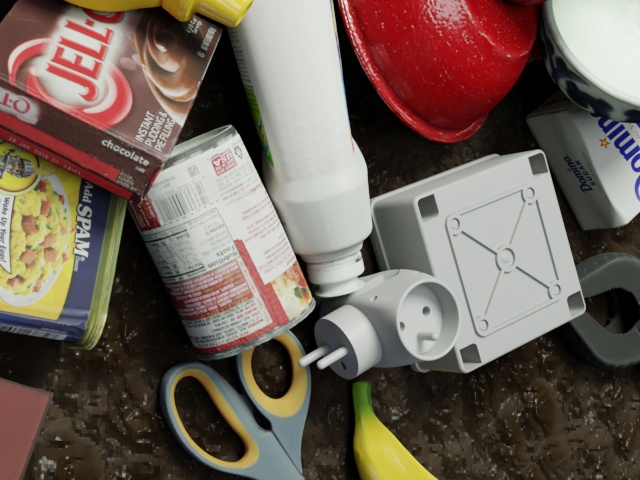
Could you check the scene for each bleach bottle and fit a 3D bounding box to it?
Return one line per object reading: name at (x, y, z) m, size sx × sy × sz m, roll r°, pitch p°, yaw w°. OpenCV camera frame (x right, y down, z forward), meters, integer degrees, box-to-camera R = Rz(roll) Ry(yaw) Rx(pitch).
bleach bottle at (-0.017, -0.095, 0.566) m, size 0.068 × 0.102 × 0.251 m, roll -13°, pitch 102°, yaw -2°

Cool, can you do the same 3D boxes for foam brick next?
foam brick at (-0.163, 0.096, 0.480) m, size 0.051 × 0.053 × 0.078 m, roll 25°, pitch 75°, yaw -29°

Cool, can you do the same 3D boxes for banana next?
banana at (0.086, 0.158, 0.641) m, size 0.197 × 0.037 × 0.069 m, roll 36°, pitch 71°, yaw -25°

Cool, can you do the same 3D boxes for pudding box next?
pudding box at (-0.103, -0.079, 0.495) m, size 0.090 × 0.039 × 0.113 m, roll 27°, pitch 39°, yaw -13°

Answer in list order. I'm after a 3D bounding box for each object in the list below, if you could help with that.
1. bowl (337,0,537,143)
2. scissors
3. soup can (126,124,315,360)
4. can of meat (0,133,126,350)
bowl at (0.078, -0.140, 0.612) m, size 0.161 × 0.055 × 0.162 m, roll 19°, pitch 64°, yaw -46°
scissors at (-0.007, 0.126, 0.598) m, size 0.201 × 0.016 × 0.096 m, roll 46°, pitch 66°, yaw -22°
soup can at (-0.054, 0.001, 0.545) m, size 0.068 × 0.069 × 0.102 m, roll -31°, pitch 103°, yaw -29°
can of meat at (-0.142, -0.005, 0.497) m, size 0.083 × 0.058 × 0.102 m, roll 13°, pitch 80°, yaw -29°
